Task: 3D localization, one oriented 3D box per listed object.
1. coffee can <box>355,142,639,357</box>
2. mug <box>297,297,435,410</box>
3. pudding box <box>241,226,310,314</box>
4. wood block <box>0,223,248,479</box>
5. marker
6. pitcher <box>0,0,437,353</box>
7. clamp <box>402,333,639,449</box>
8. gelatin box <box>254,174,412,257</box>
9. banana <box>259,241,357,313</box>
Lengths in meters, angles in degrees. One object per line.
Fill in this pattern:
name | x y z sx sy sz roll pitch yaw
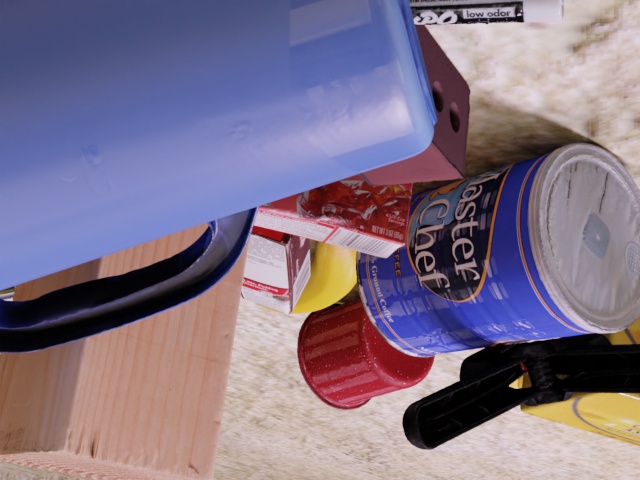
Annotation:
coffee can | 0.104 0.010 0.617 0.102 0.103 0.141 22 156 -35
mug | 0.050 0.085 0.891 0.117 0.093 0.082 -17 174 -40
pudding box | -0.055 0.001 0.711 0.090 0.039 0.113 18 153 10
wood block | -0.100 0.018 0.563 0.090 0.206 0.090 23 156 -36
marker | 0.042 -0.101 0.455 0.121 0.020 0.020 1 160 17
pitcher | -0.081 -0.047 0.412 0.243 0.145 0.149 -14 169 9
clamp | 0.120 0.079 0.621 0.164 0.036 0.210 -11 180 -2
gelatin box | 0.005 -0.037 0.566 0.089 0.073 0.030 14 159 -15
banana | -0.011 0.026 0.805 0.069 0.037 0.198 17 159 -25
